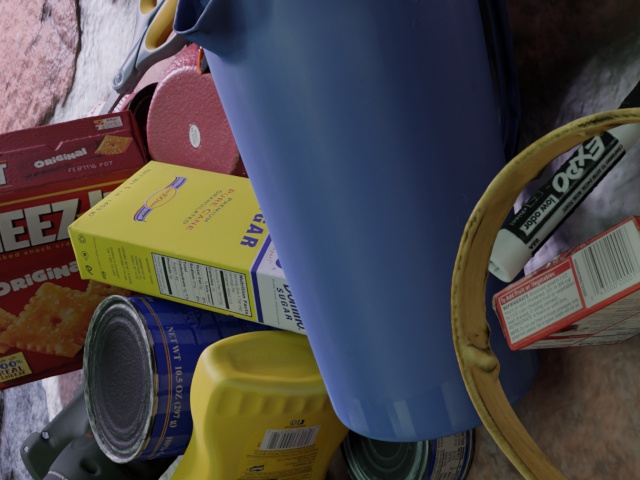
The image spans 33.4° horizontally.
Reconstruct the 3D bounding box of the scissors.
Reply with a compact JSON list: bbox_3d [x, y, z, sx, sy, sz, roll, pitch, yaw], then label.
[{"bbox_3d":[-0.145,-0.140,0.810,0.202,0.016,0.096,-39,48,35],"label":"scissors"}]

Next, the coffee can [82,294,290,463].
[{"bbox_3d":[-0.067,0.084,0.686,0.103,0.140,0.103,-1,89,55],"label":"coffee can"}]

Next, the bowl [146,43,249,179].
[{"bbox_3d":[-0.069,-0.073,0.730,0.162,0.055,0.162,8,102,40],"label":"bowl"}]

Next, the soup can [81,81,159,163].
[{"bbox_3d":[-0.148,-0.088,0.865,0.102,0.068,0.068,-2,88,55],"label":"soup can"}]

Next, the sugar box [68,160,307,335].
[{"bbox_3d":[-0.054,0.000,0.647,0.176,0.093,0.048,9,126,27],"label":"sugar box"}]

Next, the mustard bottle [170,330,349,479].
[{"bbox_3d":[-0.041,0.143,0.631,0.058,0.096,0.192,55,137,47],"label":"mustard bottle"}]

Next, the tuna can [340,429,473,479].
[{"bbox_3d":[0.047,0.109,0.616,0.086,0.033,0.086,-1,89,55],"label":"tuna can"}]

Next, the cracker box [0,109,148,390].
[{"bbox_3d":[-0.207,0.017,0.804,0.214,0.164,0.072,95,156,-48],"label":"cracker box"}]

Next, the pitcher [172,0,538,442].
[{"bbox_3d":[0.036,-0.036,0.518,0.145,0.149,0.243,-84,-21,-71],"label":"pitcher"}]
